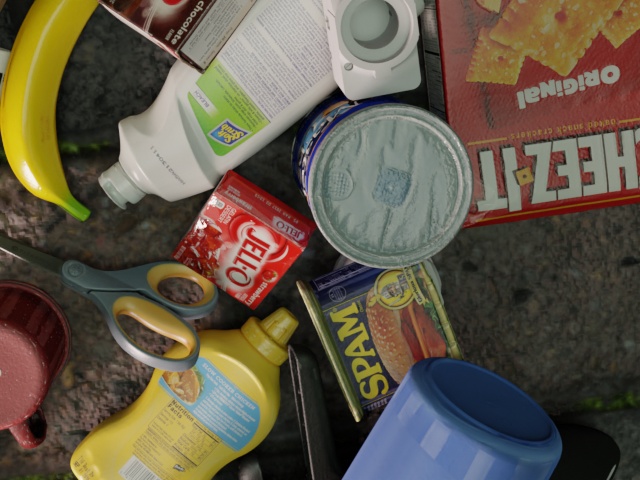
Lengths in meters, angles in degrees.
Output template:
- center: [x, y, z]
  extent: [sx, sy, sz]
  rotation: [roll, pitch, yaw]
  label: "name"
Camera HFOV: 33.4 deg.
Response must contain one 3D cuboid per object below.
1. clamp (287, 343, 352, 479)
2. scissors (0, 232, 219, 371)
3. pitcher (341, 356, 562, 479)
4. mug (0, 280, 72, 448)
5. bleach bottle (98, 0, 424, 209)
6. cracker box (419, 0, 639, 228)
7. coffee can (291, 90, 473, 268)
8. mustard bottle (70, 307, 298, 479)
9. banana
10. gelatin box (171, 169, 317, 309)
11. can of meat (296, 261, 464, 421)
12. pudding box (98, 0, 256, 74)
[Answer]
- center: [-0.001, 0.180, 0.778]
  extent: [0.209, 0.036, 0.164]
  rotation: [35, 98, -22]
  label: "clamp"
- center: [-0.158, 0.018, 0.769]
  extent: [0.202, 0.096, 0.016]
  rotation: [37, 139, 12]
  label: "scissors"
- center: [0.066, 0.205, 0.710]
  extent: [0.145, 0.149, 0.243]
  rotation: [31, 109, 15]
  label: "pitcher"
- center: [-0.223, 0.093, 0.752]
  extent: [0.093, 0.081, 0.117]
  rotation: [-18, 103, -2]
  label: "mug"
- center: [-0.054, -0.117, 0.735]
  extent: [0.251, 0.068, 0.102]
  rotation: [-39, 104, 5]
  label: "bleach bottle"
- center: [0.158, -0.126, 0.750]
  extent: [0.164, 0.072, 0.214]
  rotation: [-8, 104, -4]
  label: "cracker box"
- center: [0.036, -0.047, 0.719]
  extent: [0.102, 0.140, 0.103]
  rotation: [-1, 102, -6]
  label: "coffee can"
- center: [-0.087, 0.123, 0.785]
  extent: [0.096, 0.058, 0.192]
  rotation: [43, 95, -5]
  label: "mustard bottle"
- center: [-0.183, -0.113, 0.738]
  extent: [0.069, 0.037, 0.198]
  rotation: [4, 104, -29]
  label: "banana"
- center: [-0.055, 0.001, 0.749]
  extent: [0.073, 0.030, 0.089]
  rotation: [33, 138, -7]
  label: "gelatin box"
- center: [0.042, 0.060, 0.732]
  extent: [0.084, 0.057, 0.102]
  rotation: [-23, 104, -4]
  label: "can of meat"
- center: [-0.080, -0.178, 0.702]
  extent: [0.113, 0.090, 0.039]
  rotation: [-55, 145, 3]
  label: "pudding box"
